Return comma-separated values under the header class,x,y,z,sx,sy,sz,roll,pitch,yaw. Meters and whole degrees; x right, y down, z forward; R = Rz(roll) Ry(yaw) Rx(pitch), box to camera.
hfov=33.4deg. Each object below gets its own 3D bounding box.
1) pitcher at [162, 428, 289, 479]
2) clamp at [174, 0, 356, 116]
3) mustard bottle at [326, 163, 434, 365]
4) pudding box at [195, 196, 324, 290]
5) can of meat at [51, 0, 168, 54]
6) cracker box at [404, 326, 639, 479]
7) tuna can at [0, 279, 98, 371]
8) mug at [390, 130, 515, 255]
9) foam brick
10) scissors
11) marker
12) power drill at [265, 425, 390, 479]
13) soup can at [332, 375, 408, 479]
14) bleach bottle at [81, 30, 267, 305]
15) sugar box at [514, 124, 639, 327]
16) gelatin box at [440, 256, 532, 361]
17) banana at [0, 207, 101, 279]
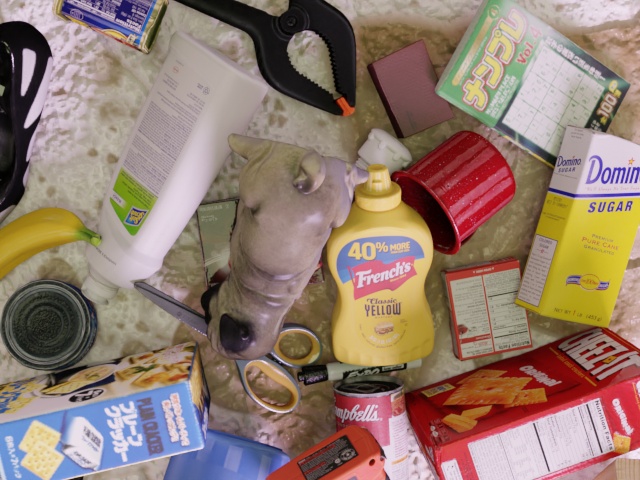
class,x,y,z,sx,sy,sz,roll,pitch,yaw
pitcher,-0.103,0.301,0.974,0.144,0.149,0.243,19,76,-17
clamp,-0.024,-0.210,0.981,0.164,0.036,0.210,-41,100,1
mustard bottle,0.054,0.021,0.971,0.096,0.058,0.192,-3,117,1
pudding box,-0.057,0.001,1.001,0.113,0.039,0.090,-8,97,-3
can of meat,-0.182,-0.206,0.940,0.084,0.102,0.057,23,94,-8
cracker box,0.194,0.154,0.972,0.213,0.164,0.072,-20,99,-1
tuna can,-0.252,0.079,0.991,0.086,0.034,0.086,0,83,-1
mug,0.126,-0.039,0.986,0.081,0.093,0.117,-37,137,-17
foam brick,0.083,-0.139,0.988,0.053,0.051,0.078,-23,97,0
scissors,-0.074,0.080,0.998,0.096,0.016,0.201,-42,113,-7
marker,0.037,0.121,1.022,0.121,0.020,0.020,-7,97,-12
power drill,0.022,0.271,0.958,0.184,0.057,0.187,-31,120,-8
soup can,0.048,0.185,1.014,0.068,0.068,0.102,-4,98,-3
bleach bottle,-0.150,-0.057,0.971,0.103,0.068,0.251,39,102,36
sugar box,0.252,-0.012,1.002,0.093,0.048,0.176,11,99,-32
gelatin box,0.160,0.066,1.027,0.073,0.030,0.089,-11,97,-4
banana,-0.292,0.023,0.978,0.198,0.070,0.037,-32,132,8
